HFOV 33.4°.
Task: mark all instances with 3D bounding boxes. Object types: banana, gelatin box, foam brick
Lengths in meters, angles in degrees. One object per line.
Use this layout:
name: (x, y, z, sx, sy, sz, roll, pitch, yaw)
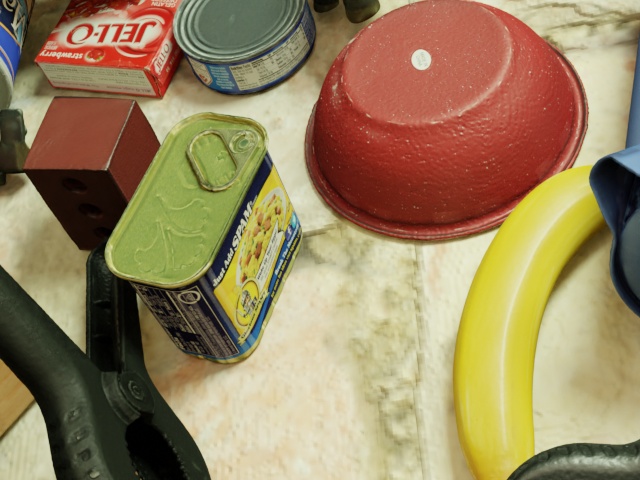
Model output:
banana: (0.102, 0.031, 0.503, 0.070, 0.037, 0.197, 19, 64, 28)
gelatin box: (-0.131, -0.133, 0.699, 0.089, 0.030, 0.073, 8, 59, 23)
foam brick: (-0.120, -0.036, 0.597, 0.053, 0.078, 0.051, 3, 55, 20)

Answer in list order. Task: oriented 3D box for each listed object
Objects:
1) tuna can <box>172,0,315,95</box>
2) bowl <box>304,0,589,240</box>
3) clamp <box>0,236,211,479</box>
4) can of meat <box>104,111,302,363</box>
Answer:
tuna can: (-0.047, -0.133, 0.669, 0.086, 0.033, 0.086, -9, 54, 12)
bowl: (0.062, -0.081, 0.584, 0.162, 0.055, 0.162, -9, 53, 12)
clamp: (-0.104, 0.072, 0.479, 0.036, 0.164, 0.210, -34, 67, 15)
can of meat: (-0.054, 0.001, 0.545, 0.058, 0.084, 0.102, 10, 60, 24)
